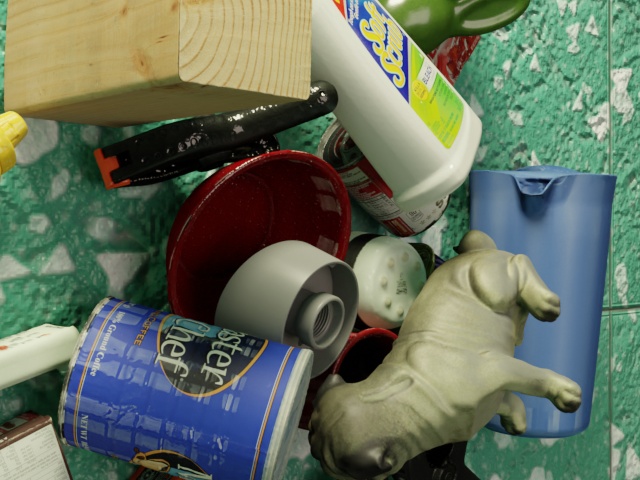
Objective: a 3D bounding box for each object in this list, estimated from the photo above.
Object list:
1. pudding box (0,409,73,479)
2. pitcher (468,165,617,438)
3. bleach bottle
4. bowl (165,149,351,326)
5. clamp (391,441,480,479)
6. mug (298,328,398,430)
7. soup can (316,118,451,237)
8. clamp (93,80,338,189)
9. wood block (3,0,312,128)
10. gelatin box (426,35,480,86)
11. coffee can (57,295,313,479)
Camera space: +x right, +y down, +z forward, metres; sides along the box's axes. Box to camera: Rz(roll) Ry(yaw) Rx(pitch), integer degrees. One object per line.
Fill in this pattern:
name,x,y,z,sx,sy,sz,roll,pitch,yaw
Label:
pudding box,-0.200,0.179,0.684,0.089,0.039,0.113,-25,109,-38
pitcher,0.202,0.052,0.992,0.149,0.145,0.243,1,94,-30
bleach bottle,0.017,-0.143,0.779,0.250,0.068,0.102,47,39,-19
bowl,-0.055,0.001,0.779,0.161,0.055,0.162,-22,128,-31
clamp,0.105,0.201,0.938,0.164,0.036,0.210,-23,118,-42
mug,0.023,0.118,0.852,0.117,0.082,0.093,30,71,-38
soup can,0.054,-0.057,0.889,0.102,0.069,0.068,42,64,-34
clamp,-0.079,-0.068,0.767,0.171,0.120,0.039,-16,77,-19
wood block,-0.106,-0.124,0.653,0.090,0.207,0.090,3,88,-41
gelatin box,0.099,-0.175,0.953,0.073,0.030,0.089,47,61,-31
coffee can,-0.085,0.103,0.697,0.103,0.140,0.103,16,89,-85
